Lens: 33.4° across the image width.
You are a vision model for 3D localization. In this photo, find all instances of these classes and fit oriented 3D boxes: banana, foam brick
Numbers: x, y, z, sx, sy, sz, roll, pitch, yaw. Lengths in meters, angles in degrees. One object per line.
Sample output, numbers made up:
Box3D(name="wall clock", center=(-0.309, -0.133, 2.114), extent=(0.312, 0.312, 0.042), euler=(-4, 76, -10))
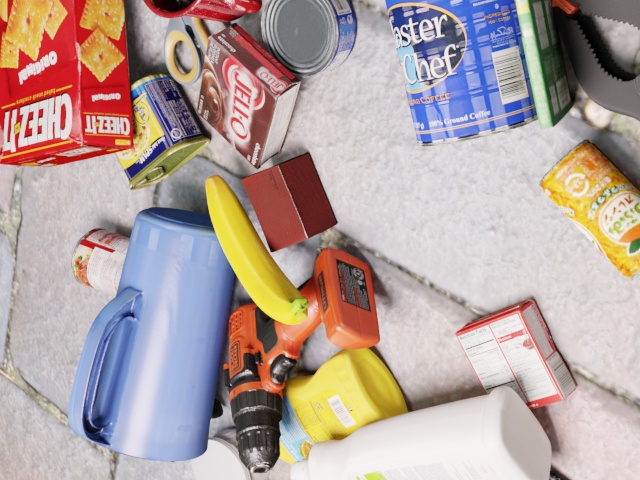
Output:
Box3D(name="banana", center=(-0.057, 0.018, 1.000), extent=(0.198, 0.037, 0.070), euler=(50, 143, 38))
Box3D(name="foam brick", center=(-0.029, -0.037, 1.023), extent=(0.053, 0.051, 0.078), euler=(-18, 95, 39))

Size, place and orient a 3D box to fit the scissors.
Box3D(name="scissors", center=(-0.151, -0.242, 1.063), extent=(0.096, 0.016, 0.202), euler=(-40, 81, 34))

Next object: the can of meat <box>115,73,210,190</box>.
Box3D(name="can of meat", center=(-0.175, -0.113, 1.105), extent=(0.102, 0.057, 0.084), euler=(-33, 83, 40))

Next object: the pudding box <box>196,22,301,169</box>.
Box3D(name="pudding box", center=(-0.070, -0.135, 1.004), extent=(0.090, 0.039, 0.114), euler=(44, 151, 16))

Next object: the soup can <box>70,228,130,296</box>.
Box3D(name="soup can", center=(-0.216, 0.031, 1.183), extent=(0.102, 0.068, 0.068), euler=(17, 116, 32))

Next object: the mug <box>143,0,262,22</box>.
Box3D(name="mug", center=(-0.099, -0.239, 0.972), extent=(0.117, 0.081, 0.093), euler=(36, 112, 29))

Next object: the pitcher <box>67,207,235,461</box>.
Box3D(name="pitcher", center=(-0.163, 0.093, 1.085), extent=(0.145, 0.149, 0.243), euler=(11, 98, -8))

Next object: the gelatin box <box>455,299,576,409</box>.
Box3D(name="gelatin box", center=(0.171, 0.104, 0.934), extent=(0.073, 0.030, 0.089), euler=(-27, 89, 42))

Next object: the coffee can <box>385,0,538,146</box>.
Box3D(name="coffee can", center=(0.110, -0.154, 0.838), extent=(0.103, 0.102, 0.140), euler=(-6, 103, 39))

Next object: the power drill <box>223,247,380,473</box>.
Box3D(name="power drill", center=(-0.024, 0.108, 1.019), extent=(0.188, 0.057, 0.184), euler=(-40, 43, 35))

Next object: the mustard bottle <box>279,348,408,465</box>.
Box3D(name="mustard bottle", center=(-0.004, 0.180, 1.079), extent=(0.192, 0.058, 0.096), euler=(-34, 90, 40))

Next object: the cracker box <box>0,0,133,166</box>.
Box3D(name="cracker box", center=(-0.272, -0.191, 1.100), extent=(0.164, 0.071, 0.214), euler=(-6, 87, 45))

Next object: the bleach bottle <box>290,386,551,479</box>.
Box3D(name="bleach bottle", center=(0.075, 0.197, 0.968), extent=(0.251, 0.068, 0.102), euler=(-15, 129, 34))

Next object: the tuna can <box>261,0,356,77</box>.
Box3D(name="tuna can", center=(-0.010, -0.192, 0.963), extent=(0.086, 0.033, 0.086), euler=(14, 115, 33))
